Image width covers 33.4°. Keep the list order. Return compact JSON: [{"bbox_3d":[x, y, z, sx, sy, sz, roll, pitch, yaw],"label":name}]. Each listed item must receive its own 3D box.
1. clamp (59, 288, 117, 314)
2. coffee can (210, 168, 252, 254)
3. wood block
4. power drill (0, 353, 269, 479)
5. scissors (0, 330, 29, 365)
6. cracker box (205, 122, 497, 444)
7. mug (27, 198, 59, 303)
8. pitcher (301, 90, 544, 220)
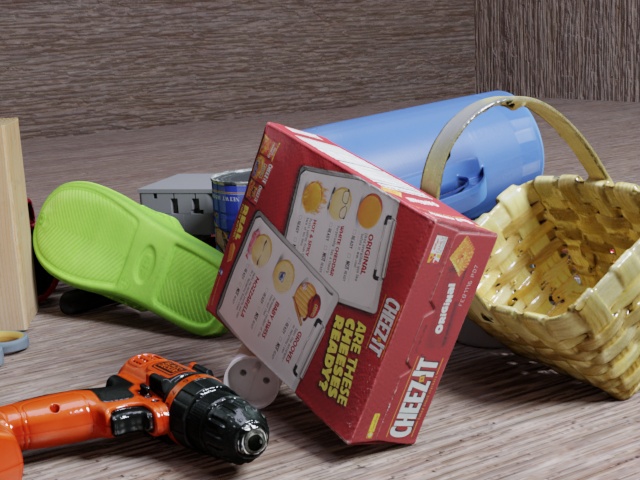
[{"bbox_3d":[-0.187,0.038,1.201,0.209,0.036,0.165,-9,13,-11],"label":"clamp"},{"bbox_3d":[-0.057,0.001,1.091,0.103,0.140,0.103,-3,12,0],"label":"coffee can"},{"bbox_3d":[-0.347,-0.015,1.082,0.090,0.206,0.090,-5,12,-5],"label":"wood block"},{"bbox_3d":[-0.148,0.128,0.719,0.187,0.057,0.185,-7,8,-32],"label":"power drill"},{"bbox_3d":[-0.361,0.097,1.015,0.202,0.016,0.096,5,13,35],"label":"scissors"},{"bbox_3d":[0.013,0.026,0.781,0.071,0.164,0.214,9,17,-38],"label":"cracker box"},{"bbox_3d":[-0.328,0.011,1.186,0.093,0.117,0.081,-3,7,-3],"label":"mug"},{"bbox_3d":[0.083,-0.056,0.963,0.242,0.149,0.145,-17,-24,-22],"label":"pitcher"}]
